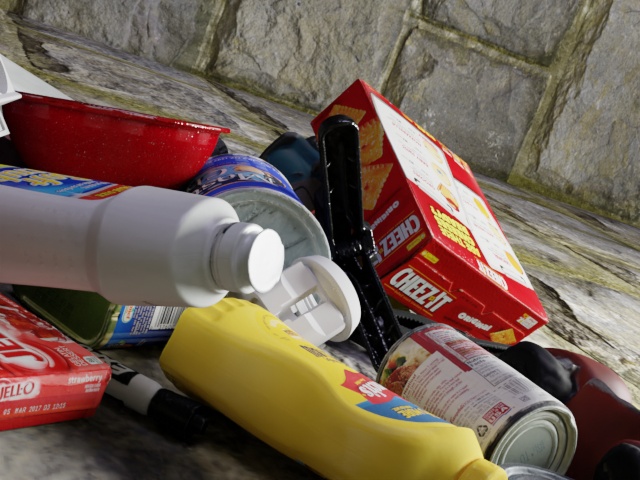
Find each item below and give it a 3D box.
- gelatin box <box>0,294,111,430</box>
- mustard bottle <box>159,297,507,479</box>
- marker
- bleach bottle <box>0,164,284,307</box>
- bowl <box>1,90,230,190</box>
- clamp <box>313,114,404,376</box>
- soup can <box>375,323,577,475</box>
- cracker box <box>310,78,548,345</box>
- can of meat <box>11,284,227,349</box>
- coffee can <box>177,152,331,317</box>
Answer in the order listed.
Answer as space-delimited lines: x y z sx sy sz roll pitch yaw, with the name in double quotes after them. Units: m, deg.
-0.152 0.052 0.484 0.089 0.030 0.073 26 11 31 "gelatin box"
0.017 0.093 0.521 0.192 0.058 0.096 28 0 31 "mustard bottle"
-0.108 0.066 0.528 0.121 0.020 0.020 24 11 17 "marker"
-0.127 -0.004 0.529 0.251 0.068 0.102 7 7 30 "bleach bottle"
-0.145 -0.064 0.725 0.162 0.055 0.162 10 6 -1 "bowl"
0.022 0.014 0.734 0.036 0.164 0.210 -12 -6 -5 "clamp"
0.087 0.098 0.607 0.068 0.068 0.102 13 13 -37 "soup can"
0.087 -0.019 0.908 0.164 0.072 0.214 33 26 -37 "cracker box"
-0.120 0.024 0.624 0.102 0.057 0.083 27 14 36 "can of meat"
-0.055 0.001 0.738 0.102 0.103 0.140 18 10 -14 "coffee can"
